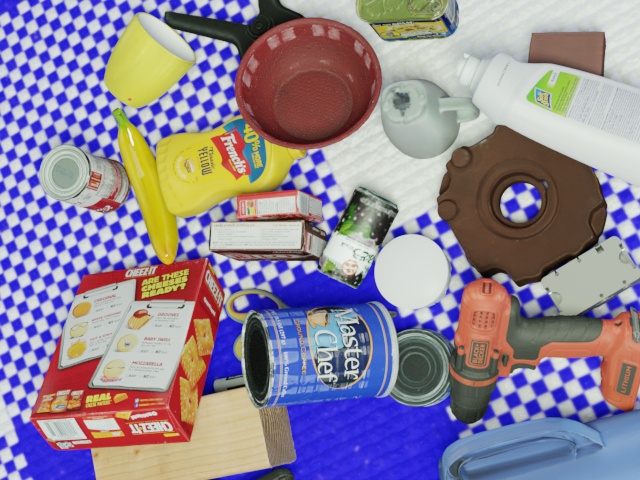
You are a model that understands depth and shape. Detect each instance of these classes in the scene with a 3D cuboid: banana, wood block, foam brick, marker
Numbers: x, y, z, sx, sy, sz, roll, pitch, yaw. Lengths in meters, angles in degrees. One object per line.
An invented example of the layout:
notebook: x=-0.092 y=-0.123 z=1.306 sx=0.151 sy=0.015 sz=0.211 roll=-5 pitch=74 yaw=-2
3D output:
banana: x=-0.205 y=-0.058 z=1.262 sx=0.037 sy=0.069 sz=0.198 roll=-25 pitch=77 yaw=12
wood block: x=-0.144 y=0.225 z=1.197 sx=0.206 sy=0.090 sz=0.090 roll=-14 pitch=79 yaw=15
foam brick: x=0.262 y=-0.190 z=1.136 sx=0.078 sy=0.053 sz=0.051 roll=3 pitch=84 yaw=17
marker: x=-0.063 y=0.156 z=1.217 sx=0.121 sy=0.020 sz=0.020 roll=-14 pitch=80 yaw=16

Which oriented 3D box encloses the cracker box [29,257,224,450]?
cracker box: x=-0.207 y=0.126 z=1.184 sx=0.164 sy=0.072 sz=0.213 roll=-8 pitch=42 yaw=16

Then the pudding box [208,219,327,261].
pudding box: x=-0.058 y=0.001 z=1.197 sx=0.114 sy=0.090 sz=0.039 roll=-2 pitch=82 yaw=17

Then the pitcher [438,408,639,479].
pitcher: x=0.242 y=0.238 z=1.047 sx=0.243 sy=0.149 sz=0.145 roll=-20 pitch=78 yaw=11

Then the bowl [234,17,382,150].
bowl: x=-0.011 y=-0.163 z=1.180 sx=0.162 sy=0.055 sz=0.162 roll=-2 pitch=70 yaw=6

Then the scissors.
scissors: x=-0.018 y=0.106 z=1.211 sx=0.202 sy=0.016 sz=0.096 roll=12 pitch=89 yaw=19

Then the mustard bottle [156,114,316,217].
mustard bottle: x=-0.093 y=-0.095 z=1.236 sx=0.192 sy=0.058 sz=0.096 roll=-15 pitch=74 yaw=15

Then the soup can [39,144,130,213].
soup can: x=-0.279 y=-0.073 z=1.270 sx=0.069 sy=0.102 sz=0.068 roll=-2 pitch=83 yaw=17

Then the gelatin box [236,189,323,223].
gelatin box: x=-0.045 y=-0.035 z=1.197 sx=0.073 sy=0.089 sz=0.030 roll=-4 pitch=84 yaw=17

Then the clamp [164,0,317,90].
clamp: x=-0.064 y=-0.259 z=1.258 sx=0.210 sy=0.036 sz=0.164 roll=44 pitch=96 yaw=15

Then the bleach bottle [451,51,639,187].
bleach bottle: x=0.257 y=-0.135 z=1.083 sx=0.251 sy=0.068 sz=0.102 roll=24 pitch=57 yaw=7

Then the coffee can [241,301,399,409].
coffee can: x=-0.002 y=0.119 z=1.119 sx=0.140 sy=0.103 sz=0.103 roll=-2 pitch=81 yaw=-21

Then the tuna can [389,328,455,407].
tuna can: x=0.106 y=0.138 z=1.157 sx=0.086 sy=0.033 sz=0.086 roll=-2 pitch=83 yaw=18

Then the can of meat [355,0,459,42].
can of meat: x=0.099 y=-0.257 z=1.180 sx=0.102 sy=0.083 sz=0.057 roll=0 pitch=83 yaw=18

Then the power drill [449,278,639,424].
power drill: x=0.225 y=0.125 z=1.078 sx=0.187 sy=0.057 sz=0.184 roll=5 pitch=129 yaw=5
